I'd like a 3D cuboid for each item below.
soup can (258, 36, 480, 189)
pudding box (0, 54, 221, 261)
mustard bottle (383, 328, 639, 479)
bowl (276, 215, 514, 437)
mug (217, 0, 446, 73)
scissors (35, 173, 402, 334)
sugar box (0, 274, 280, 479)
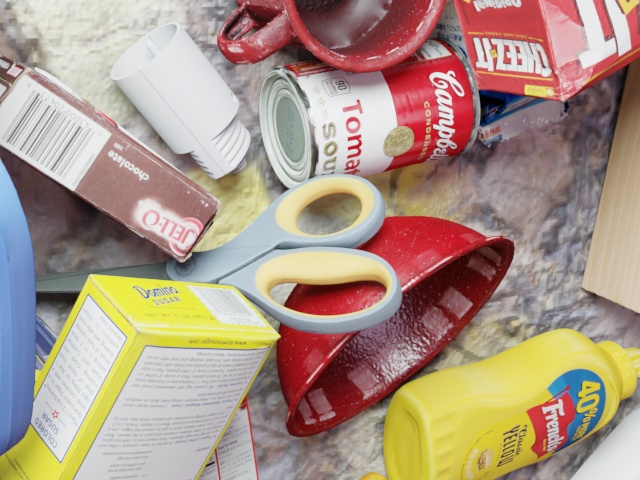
[{"bbox_3d":[0.026,-0.069,0.579,0.102,0.069,0.068,-14,111,-23],"label":"soup can"},{"bbox_3d":[-0.111,-0.041,0.503,0.113,0.090,0.039,38,84,-31],"label":"pudding box"},{"bbox_3d":[0.135,0.107,0.695,0.191,0.058,0.096,-17,130,-24],"label":"mustard bottle"},{"bbox_3d":[0.030,0.037,0.596,0.162,0.055,0.162,-35,158,-16],"label":"bowl"},{"bbox_3d":[-0.004,-0.128,0.537,0.117,0.082,0.093,-43,120,-10],"label":"mug"},{"bbox_3d":[-0.054,0.001,0.538,0.016,0.202,0.096,72,31,-54],"label":"scissors"},{"bbox_3d":[-0.098,0.100,0.482,0.093,0.048,0.176,10,118,-52],"label":"sugar box"}]
